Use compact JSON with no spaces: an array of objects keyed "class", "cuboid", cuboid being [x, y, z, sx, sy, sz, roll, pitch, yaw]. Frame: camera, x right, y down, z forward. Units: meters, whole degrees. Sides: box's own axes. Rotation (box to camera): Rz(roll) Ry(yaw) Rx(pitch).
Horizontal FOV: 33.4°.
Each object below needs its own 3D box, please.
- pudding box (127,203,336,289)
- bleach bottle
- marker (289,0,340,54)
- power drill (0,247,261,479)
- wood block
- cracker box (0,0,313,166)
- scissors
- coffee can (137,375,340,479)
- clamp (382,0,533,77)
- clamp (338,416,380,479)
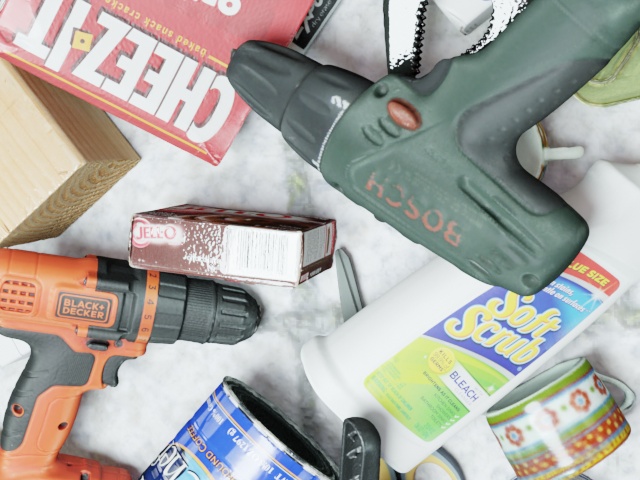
[{"class":"pudding box","cuboid":[-0.055,0.001,0.687,0.113,0.090,0.039,8,99,13]},{"class":"bleach bottle","cuboid":[0.114,0.028,0.643,0.251,0.068,0.102,-40,114,8]},{"class":"marker","cuboid":[-0.005,-0.144,0.696,0.020,0.020,0.121,38,103,9]},{"class":"power drill","cuboid":[-0.145,0.102,0.719,0.184,0.057,0.188,10,105,-13]},{"class":"wood block","cuboid":[-0.231,-0.105,0.724,0.091,0.090,0.206,-40,85,16]},{"class":"cracker box","cuboid":[-0.085,-0.177,0.652,0.164,0.072,0.214,26,102,-22]},{"class":"scissors","cuboid":[0.052,0.108,0.706,0.096,0.016,0.202,4,96,13]},{"class":"coffee can","cuboid":[-0.069,0.173,0.685,0.103,0.103,0.140,41,90,8]},{"class":"clamp","cuboid":[0.090,-0.169,0.611,0.164,0.036,0.210,37,111,2]},{"class":"clamp","cuboid":[0.019,0.169,0.644,0.120,0.171,0.039,-40,48,12]}]
